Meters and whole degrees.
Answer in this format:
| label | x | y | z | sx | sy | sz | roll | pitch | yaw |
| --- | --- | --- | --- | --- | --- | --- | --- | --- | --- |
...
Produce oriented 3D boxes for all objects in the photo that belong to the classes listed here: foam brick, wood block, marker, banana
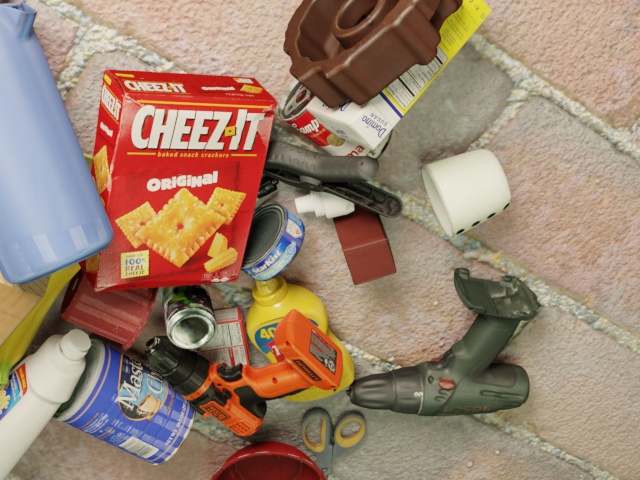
| label | x | y | z | sx | sy | sz | roll | pitch | yaw |
| --- | --- | --- | --- | --- | --- | --- | --- | --- | --- |
| foam brick | 0.048 | 0.002 | 1.187 | 0.051 | 0.078 | 0.053 | -17 | 127 | 1 |
| wood block | -0.356 | 0.052 | 1.108 | 0.090 | 0.090 | 0.206 | 25 | 140 | -24 |
| marker | -0.097 | -0.036 | 1.172 | 0.121 | 0.020 | 0.020 | -31 | 125 | 13 |
| banana | -0.310 | 0.069 | 1.184 | 0.037 | 0.070 | 0.198 | 15 | 118 | -40 |

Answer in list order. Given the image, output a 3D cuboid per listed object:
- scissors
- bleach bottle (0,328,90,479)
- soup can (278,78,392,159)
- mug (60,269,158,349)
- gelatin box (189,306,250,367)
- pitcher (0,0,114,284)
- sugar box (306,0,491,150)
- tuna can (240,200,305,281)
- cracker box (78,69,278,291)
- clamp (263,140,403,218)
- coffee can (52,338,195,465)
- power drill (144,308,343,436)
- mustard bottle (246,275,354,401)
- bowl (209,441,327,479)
| label | x | y | z | sx | sy | sz | roll | pitch | yaw |
| --- | --- | --- | --- | --- | --- | --- | --- | --- | --- |
| scissors | 0.023 | 0.296 | 1.435 | 0.096 | 0.016 | 0.202 | -12 | 127 | 0 |
| bleach bottle | -0.337 | 0.181 | 1.223 | 0.068 | 0.102 | 0.251 | 26 | 124 | -28 |
| soup can | 0.016 | -0.125 | 1.096 | 0.102 | 0.068 | 0.069 | 34 | 114 | -29 |
| mug | -0.228 | 0.056 | 1.172 | 0.081 | 0.093 | 0.117 | 25 | 130 | -19 |
| gelatin box | -0.132 | 0.120 | 1.273 | 0.089 | 0.030 | 0.073 | -9 | 125 | -2 |
| pitcher | -0.294 | -0.084 | 0.981 | 0.144 | 0.149 | 0.243 | -26 | 98 | -21 |
| sugar box | 0.073 | -0.171 | 1.017 | 0.048 | 0.093 | 0.176 | 41 | 86 | -32 |
| tuna can | -0.058 | 0.001 | 1.164 | 0.086 | 0.086 | 0.033 | -41 | 124 | 19 |
| cracker box | -0.145 | -0.057 | 1.075 | 0.163 | 0.072 | 0.214 | -2 | 120 | -30 |
| clamp | 0.005 | -0.066 | 1.110 | 0.172 | 0.039 | 0.120 | 16 | 160 | 32 |
| coffee can | -0.233 | 0.192 | 1.263 | 0.140 | 0.103 | 0.103 | 33 | 114 | -28 |
| power drill | -0.083 | 0.143 | 1.220 | 0.188 | 0.057 | 0.184 | -24 | 130 | 30 |
| mustard bottle | -0.034 | 0.107 | 1.262 | 0.096 | 0.058 | 0.191 | -15 | 127 | 14 |
| bowl | -0.068 | 0.315 | 1.404 | 0.162 | 0.055 | 0.162 | -1 | 126 | -1 |
